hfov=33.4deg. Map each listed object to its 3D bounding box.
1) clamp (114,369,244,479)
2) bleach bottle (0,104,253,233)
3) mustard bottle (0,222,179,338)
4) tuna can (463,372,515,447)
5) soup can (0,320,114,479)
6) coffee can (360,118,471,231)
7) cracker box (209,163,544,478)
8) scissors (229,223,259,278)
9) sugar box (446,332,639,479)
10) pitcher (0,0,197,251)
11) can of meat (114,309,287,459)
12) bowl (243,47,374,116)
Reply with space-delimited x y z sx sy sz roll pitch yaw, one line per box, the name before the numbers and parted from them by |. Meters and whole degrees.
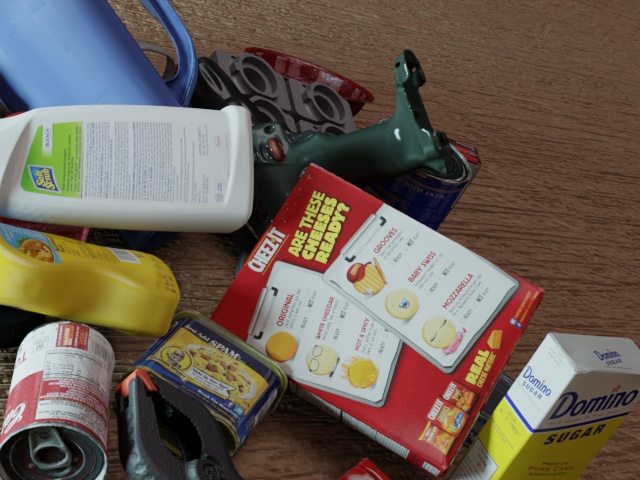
clamp | -0.072 0.160 0.699 0.120 0.039 0.171 -6 66 -57
bleach bottle | -0.176 -0.061 0.789 0.250 0.068 0.102 4 75 -26
mustard bottle | -0.199 0.020 0.739 0.191 0.058 0.096 16 10 -34
tuna can | 0.145 0.147 0.940 0.086 0.034 0.086 21 31 -14
soup can | -0.170 0.109 0.696 0.068 0.069 0.102 18 31 -18
coffee can | 0.069 -0.033 1.043 0.102 0.140 0.103 21 31 -14
cracker box | 0.043 0.063 0.846 0.214 0.072 0.164 29 72 11
scissors | -0.057 0.001 1.010 0.096 0.016 0.202 13 34 -29
sugar box | 0.170 0.150 0.812 0.093 0.176 0.048 7 37 -34
pitcher | -0.182 -0.120 0.920 0.243 0.149 0.144 51 41 5
can of meat | -0.087 0.110 0.777 0.102 0.057 0.083 32 32 6
bowl | -0.021 -0.170 1.243 0.162 0.055 0.162 20 17 -7
